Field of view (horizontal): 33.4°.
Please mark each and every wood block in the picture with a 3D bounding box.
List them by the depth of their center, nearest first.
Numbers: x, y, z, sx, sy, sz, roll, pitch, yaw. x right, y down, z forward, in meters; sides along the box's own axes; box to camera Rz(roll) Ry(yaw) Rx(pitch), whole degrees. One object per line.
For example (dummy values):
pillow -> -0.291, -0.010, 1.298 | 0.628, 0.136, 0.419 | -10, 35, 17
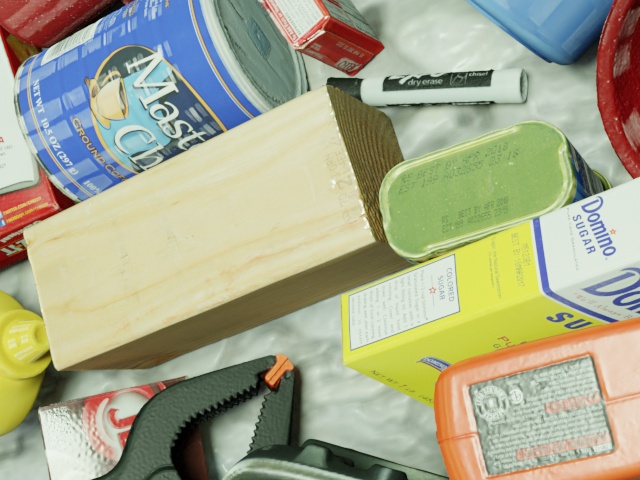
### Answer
wood block -> -0.054, 0.000, 0.609 | 0.206, 0.090, 0.090 | -23, 76, 23

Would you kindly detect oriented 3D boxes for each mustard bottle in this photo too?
mustard bottle -> -0.224, 0.080, 0.673 | 0.192, 0.058, 0.096 | -21, 77, 42

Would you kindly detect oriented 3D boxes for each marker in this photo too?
marker -> 0.055, -0.085, 0.602 | 0.121, 0.020, 0.020 | 2, 86, 26

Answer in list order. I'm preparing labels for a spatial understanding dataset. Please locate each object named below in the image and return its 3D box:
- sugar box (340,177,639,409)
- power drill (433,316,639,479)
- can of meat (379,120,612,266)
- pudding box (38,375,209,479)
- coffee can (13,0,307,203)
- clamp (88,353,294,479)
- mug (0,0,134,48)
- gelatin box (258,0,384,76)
sugar box -> 0.106, 0.032, 0.507 | 0.177, 0.093, 0.048 | -22, 54, 35
power drill -> 0.145, 0.071, 0.452 | 0.185, 0.187, 0.057 | -21, 71, 26
can of meat -> 0.091, -0.014, 0.538 | 0.102, 0.083, 0.057 | -18, 66, 23
pudding box -> -0.111, 0.144, 0.632 | 0.090, 0.039, 0.113 | -12, 81, -9
coffee can -> -0.093, -0.091, 0.628 | 0.140, 0.102, 0.103 | -22, 76, 23
clamp -> -0.094, 0.142, 0.595 | 0.164, 0.036, 0.210 | 32, 73, 8
mug -> -0.160, -0.168, 0.684 | 0.082, 0.093, 0.117 | -30, 110, 26
gelatin box -> -0.011, -0.140, 0.609 | 0.030, 0.073, 0.089 | -38, 72, 19
